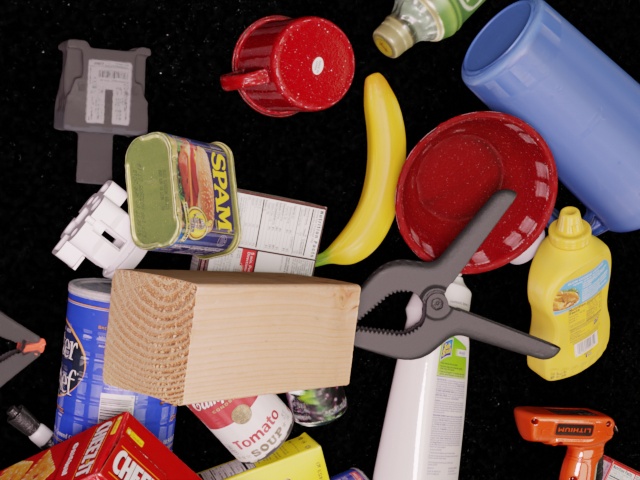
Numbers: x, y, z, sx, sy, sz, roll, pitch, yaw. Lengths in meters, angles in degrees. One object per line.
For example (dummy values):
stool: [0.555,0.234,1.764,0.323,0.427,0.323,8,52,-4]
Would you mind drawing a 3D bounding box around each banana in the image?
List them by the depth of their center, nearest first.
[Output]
banana: [0.048,-0.058,1.022,0.069,0.037,0.198,18,89,-28]

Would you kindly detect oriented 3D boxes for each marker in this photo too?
marker: [-0.227,0.185,0.932,0.020,0.020,0.121,-48,114,-13]

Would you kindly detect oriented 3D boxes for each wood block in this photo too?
wood block: [-0.066,0.073,0.865,0.205,0.090,0.091,3,94,-53]

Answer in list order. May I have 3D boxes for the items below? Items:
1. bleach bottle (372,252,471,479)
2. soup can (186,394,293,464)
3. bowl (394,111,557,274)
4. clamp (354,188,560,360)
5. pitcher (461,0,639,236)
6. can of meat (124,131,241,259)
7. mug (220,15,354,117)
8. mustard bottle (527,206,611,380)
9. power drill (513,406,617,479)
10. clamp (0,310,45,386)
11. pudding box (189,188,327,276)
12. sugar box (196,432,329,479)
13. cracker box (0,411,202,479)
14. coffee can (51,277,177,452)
bleach bottle: [0.112,0.139,1.060,0.102,0.068,0.251,17,82,-56]
soup can: [-0.080,0.146,0.970,0.068,0.069,0.102,-45,113,-14]
bowl: [0.143,-0.052,1.027,0.162,0.055,0.162,-4,112,-10]
clamp: [0.115,0.065,0.998,0.210,0.036,0.164,-23,92,0]
pitcher: [0.251,-0.119,1.068,0.242,0.145,0.149,38,57,-21]
can of meat: [-0.117,-0.038,0.905,0.083,0.058,0.102,8,73,-57]
mug: [-0.032,-0.153,0.946,0.117,0.082,0.093,-16,103,-23]
mustard bottle: [0.253,0.048,1.086,0.096,0.058,0.191,-27,130,-22]
power drill: [0.240,0.273,1.138,0.184,0.057,0.188,2,94,-15]
clamp: [-0.314,0.101,0.868,0.171,0.039,0.120,8,95,-26]
pudding box: [-0.056,0.001,0.979,0.113,0.039,0.090,11,92,-28]
sugar box: [-0.076,0.253,0.990,0.176,0.048,0.093,-19,105,-18]
cracker box: [-0.182,0.243,0.860,0.164,0.214,0.072,48,35,-23]
coffee can: [-0.168,0.109,0.903,0.102,0.103,0.140,5,95,-26]
